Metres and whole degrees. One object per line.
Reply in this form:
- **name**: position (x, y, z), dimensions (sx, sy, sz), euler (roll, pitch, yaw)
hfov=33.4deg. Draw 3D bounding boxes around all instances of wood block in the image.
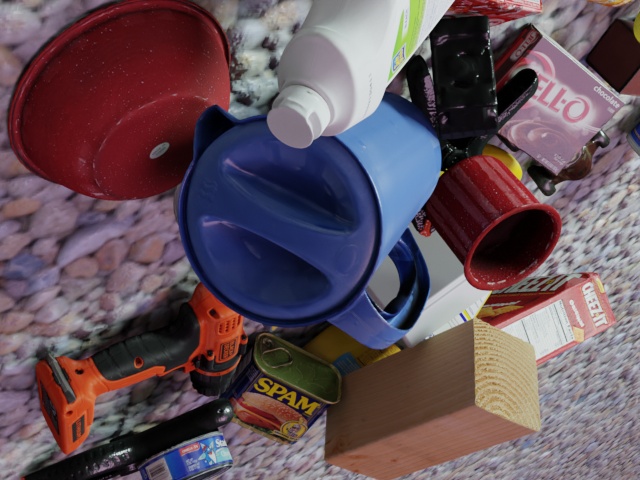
- **wood block**: position (0.105, 0.162, 1.046), dimensions (0.090, 0.091, 0.207), euler (25, 141, -32)

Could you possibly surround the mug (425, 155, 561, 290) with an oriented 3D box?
- **mug**: position (0.143, -0.010, 0.909), dimensions (0.093, 0.081, 0.117), euler (-24, 139, -11)

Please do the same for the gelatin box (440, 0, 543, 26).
- **gelatin box**: position (0.110, -0.178, 0.789), dimensions (0.073, 0.030, 0.089), euler (-8, 175, 44)

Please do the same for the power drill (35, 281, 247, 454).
- **power drill**: position (-0.154, 0.117, 0.947), dimensions (0.187, 0.057, 0.184), euler (-26, 153, -23)

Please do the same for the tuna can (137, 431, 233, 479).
- **tuna can**: position (-0.126, 0.212, 1.003), dimensions (0.086, 0.034, 0.086), euler (-22, 165, -7)

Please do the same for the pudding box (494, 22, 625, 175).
- **pudding box**: position (0.198, -0.124, 0.948), dimensions (0.113, 0.039, 0.090), euler (30, 114, -27)

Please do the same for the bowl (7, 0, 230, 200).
- **bowl**: position (-0.118, -0.078, 0.698), dimensions (0.162, 0.055, 0.162), euler (-27, 150, -17)

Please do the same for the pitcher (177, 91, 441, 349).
- **pitcher**: position (0.015, -0.030, 0.748), dimensions (0.242, 0.145, 0.149), euler (-38, 133, -66)

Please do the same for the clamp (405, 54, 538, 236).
- **clamp**: position (0.102, -0.083, 0.911), dimensions (0.120, 0.039, 0.172), euler (14, 117, -22)

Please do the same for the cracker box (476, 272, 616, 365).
- **cracker box**: position (0.201, 0.105, 1.228), dimensions (0.213, 0.072, 0.164), euler (-23, -174, -26)

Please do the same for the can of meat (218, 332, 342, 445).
- **can of meat**: position (-0.043, 0.154, 1.086), dimensions (0.102, 0.057, 0.084), euler (28, 123, -16)

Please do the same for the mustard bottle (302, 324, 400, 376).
- **mustard bottle**: position (0.030, 0.120, 1.149), dimensions (0.191, 0.058, 0.096), euler (-37, 150, 0)

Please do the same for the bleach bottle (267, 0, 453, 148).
- **bleach bottle**: position (0.041, -0.152, 0.628), dimensions (0.250, 0.068, 0.102), euler (-57, 159, -33)

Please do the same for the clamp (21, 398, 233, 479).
- **clamp**: position (-0.181, 0.203, 1.029), dimensions (0.209, 0.036, 0.165), euler (-16, 165, -22)
